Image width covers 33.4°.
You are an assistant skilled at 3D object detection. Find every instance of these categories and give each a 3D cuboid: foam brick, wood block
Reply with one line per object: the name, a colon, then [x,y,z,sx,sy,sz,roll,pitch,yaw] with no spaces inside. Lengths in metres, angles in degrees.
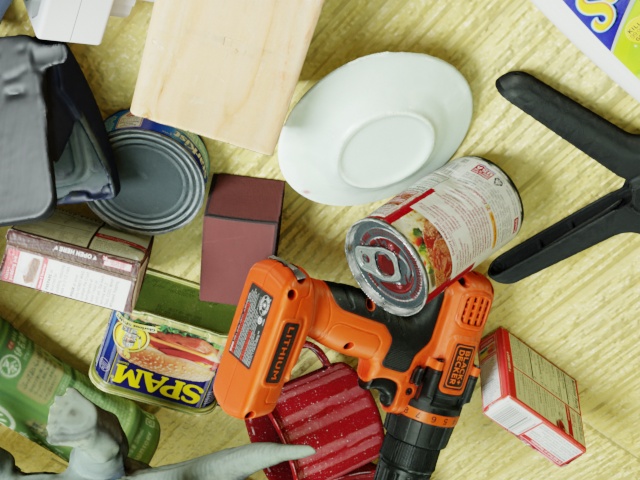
foam brick: [-0.055,0.001,0.745,0.051,0.053,0.078,7,128,-1]
wood block: [-0.036,-0.164,0.592,0.090,0.090,0.206,16,128,-7]

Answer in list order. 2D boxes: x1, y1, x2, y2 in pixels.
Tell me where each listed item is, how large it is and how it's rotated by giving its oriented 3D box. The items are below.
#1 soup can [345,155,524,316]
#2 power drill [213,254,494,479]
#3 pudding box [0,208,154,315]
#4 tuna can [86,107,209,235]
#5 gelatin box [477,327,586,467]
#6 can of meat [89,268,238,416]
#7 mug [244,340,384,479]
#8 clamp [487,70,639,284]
soup can: [0.075,-0.005,0.689,0.069,0.102,0.068,32,139,33]
power drill: [0.023,0.095,0.741,0.187,0.057,0.184,13,96,-32]
pudding box: [-0.163,0.010,0.724,0.090,0.113,0.039,15,97,-7]
tuna can: [-0.119,-0.047,0.725,0.086,0.033,0.086,2,128,3]
gelatin box: [0.159,0.119,0.807,0.089,0.073,0.030,36,123,-22]
can of meat: [-0.114,0.076,0.807,0.102,0.057,0.084,17,124,-10]
mug: [-0.008,0.132,0.817,0.081,0.093,0.117,-21,93,-21]
clamp: [0.210,-0.029,0.711,0.210,0.036,0.165,6,129,3]
